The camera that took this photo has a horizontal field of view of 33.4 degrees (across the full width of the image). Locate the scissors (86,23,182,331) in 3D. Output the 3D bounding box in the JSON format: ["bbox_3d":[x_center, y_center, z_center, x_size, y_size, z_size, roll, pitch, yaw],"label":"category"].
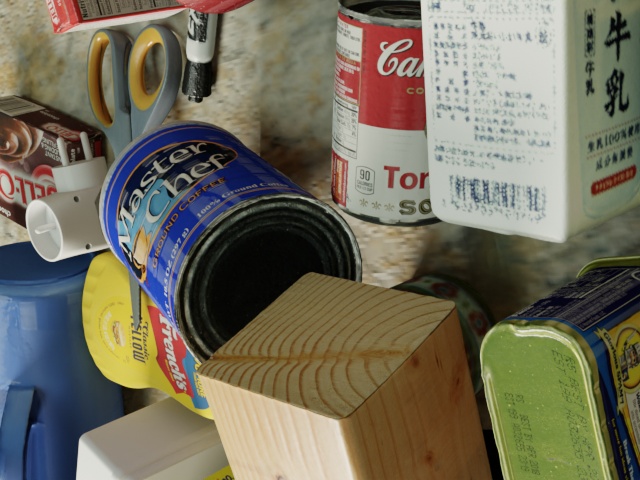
[{"bbox_3d":[-0.112,-0.051,0.689,0.096,0.016,0.202,-25,73,39],"label":"scissors"}]

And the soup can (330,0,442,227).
[{"bbox_3d":[0.040,-0.066,0.524,0.069,0.068,0.102,23,122,38],"label":"soup can"}]

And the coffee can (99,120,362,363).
[{"bbox_3d":[-0.054,0.001,0.588,0.140,0.102,0.103,-141,47,-56],"label":"coffee can"}]

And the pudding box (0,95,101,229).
[{"bbox_3d":[-0.210,-0.052,0.803,0.114,0.039,0.090,26,123,36],"label":"pudding box"}]

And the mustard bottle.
[{"bbox_3d":[-0.080,0.066,0.705,0.192,0.058,0.096,12,109,42],"label":"mustard bottle"}]

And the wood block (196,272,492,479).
[{"bbox_3d":[0.026,0.131,0.528,0.091,0.090,0.206,11,128,39],"label":"wood block"}]

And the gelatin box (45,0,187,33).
[{"bbox_3d":[-0.127,-0.166,0.636,0.030,0.089,0.073,-9,100,47],"label":"gelatin box"}]

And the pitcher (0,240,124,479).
[{"bbox_3d":[-0.211,0.132,0.807,0.149,0.144,0.243,20,116,43],"label":"pitcher"}]

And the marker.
[{"bbox_3d":[-0.070,-0.140,0.641,0.020,0.020,0.121,31,126,33],"label":"marker"}]
